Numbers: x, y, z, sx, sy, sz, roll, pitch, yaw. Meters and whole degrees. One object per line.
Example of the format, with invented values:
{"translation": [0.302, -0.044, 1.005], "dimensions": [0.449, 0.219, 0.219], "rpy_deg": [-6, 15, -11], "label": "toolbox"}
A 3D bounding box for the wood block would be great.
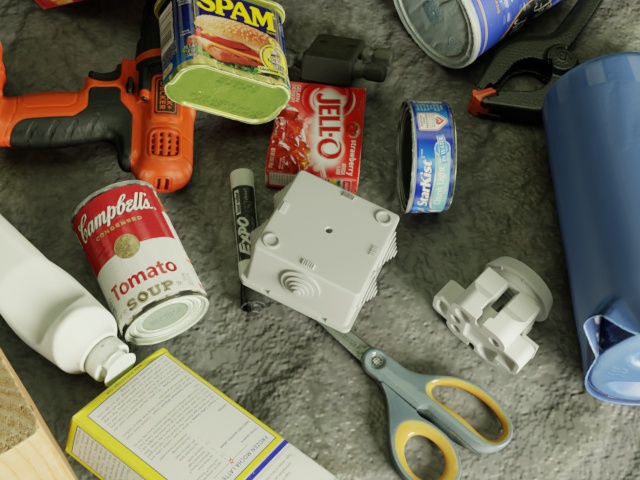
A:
{"translation": [-0.204, 0.130, 0.634], "dimensions": [0.090, 0.206, 0.091], "rpy_deg": [-30, 67, -16], "label": "wood block"}

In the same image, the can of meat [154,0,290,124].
{"translation": [-0.074, -0.145, 0.824], "dimensions": [0.101, 0.058, 0.084], "rpy_deg": [12, 56, -31], "label": "can of meat"}

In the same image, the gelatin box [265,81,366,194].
{"translation": [-0.003, -0.083, 0.850], "dimensions": [0.073, 0.030, 0.089], "rpy_deg": [6, 63, 1], "label": "gelatin box"}

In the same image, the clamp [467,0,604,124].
{"translation": [0.207, -0.137, 0.879], "dimensions": [0.171, 0.039, 0.120], "rpy_deg": [-33, 63, -10], "label": "clamp"}

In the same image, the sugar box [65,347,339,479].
{"translation": [-0.071, 0.154, 0.702], "dimensions": [0.176, 0.048, 0.093], "rpy_deg": [37, 43, 14], "label": "sugar box"}

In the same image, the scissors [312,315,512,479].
{"translation": [0.037, 0.107, 0.760], "dimensions": [0.202, 0.016, 0.096], "rpy_deg": [26, 65, 12], "label": "scissors"}

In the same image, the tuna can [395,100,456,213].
{"translation": [0.079, -0.063, 0.811], "dimensions": [0.033, 0.086, 0.086], "rpy_deg": [0, 62, -4], "label": "tuna can"}

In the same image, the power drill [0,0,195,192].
{"translation": [-0.190, -0.127, 0.841], "dimensions": [0.187, 0.057, 0.184], "rpy_deg": [2, 61, -9], "label": "power drill"}

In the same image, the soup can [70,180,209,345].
{"translation": [-0.131, 0.017, 0.774], "dimensions": [0.068, 0.068, 0.102], "rpy_deg": [-24, 66, -13], "label": "soup can"}

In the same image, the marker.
{"translation": [-0.055, 0.001, 0.811], "dimensions": [0.020, 0.020, 0.121], "rpy_deg": [-5, 63, -4], "label": "marker"}

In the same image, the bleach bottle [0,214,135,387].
{"translation": [-0.230, 0.014, 0.749], "dimensions": [0.251, 0.102, 0.068], "rpy_deg": [36, 75, 19], "label": "bleach bottle"}

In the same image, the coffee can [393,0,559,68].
{"translation": [0.143, -0.222, 0.885], "dimensions": [0.140, 0.103, 0.103], "rpy_deg": [-35, 69, -18], "label": "coffee can"}
